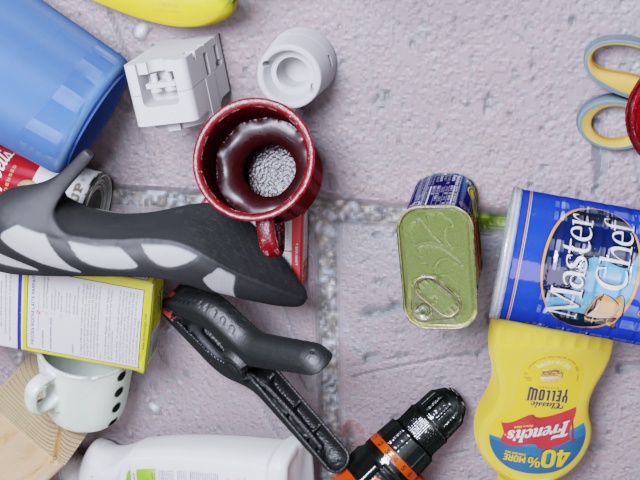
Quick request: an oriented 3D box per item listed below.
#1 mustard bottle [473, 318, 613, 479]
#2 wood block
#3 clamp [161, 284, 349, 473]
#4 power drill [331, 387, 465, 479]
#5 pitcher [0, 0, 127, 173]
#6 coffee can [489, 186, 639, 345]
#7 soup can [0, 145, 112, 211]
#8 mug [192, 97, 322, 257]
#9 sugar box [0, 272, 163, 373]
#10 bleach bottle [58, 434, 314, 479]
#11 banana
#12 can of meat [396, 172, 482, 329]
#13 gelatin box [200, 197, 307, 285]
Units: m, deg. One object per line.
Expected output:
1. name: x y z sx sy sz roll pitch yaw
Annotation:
1. mustard bottle: 0.178 0.144 0.888 0.096 0.058 0.192 4 115 -3
2. wood block: -0.317 0.217 1.022 0.090 0.090 0.206 43 115 -8
3. clamp: -0.058 0.092 0.882 0.210 0.036 0.164 36 151 25
4. power drill: 0.095 0.243 0.934 0.184 0.057 0.187 -42 106 -3
5. pitcher: -0.281 -0.153 0.841 0.242 0.149 0.145 32 101 -5
6. coffee can: 0.205 0.022 0.804 0.140 0.102 0.103 10 115 9
7. soup can: -0.236 -0.038 0.903 0.102 0.068 0.068 16 116 6
8. mug: -0.042 -0.045 0.827 0.093 0.081 0.117 -11 83 8
9. sugar box: -0.226 0.051 0.913 0.176 0.048 0.093 12 116 5
10. bleach bottle: -0.131 0.218 0.983 0.251 0.068 0.102 3 104 24
11. banana: -0.141 -0.200 0.817 0.198 0.037 0.069 16 146 14
12. can of meat: 0.096 0.006 0.834 0.057 0.084 0.102 -1 113 14
13. gelatin box: -0.056 0.001 0.899 0.089 0.030 0.073 6 116 10
